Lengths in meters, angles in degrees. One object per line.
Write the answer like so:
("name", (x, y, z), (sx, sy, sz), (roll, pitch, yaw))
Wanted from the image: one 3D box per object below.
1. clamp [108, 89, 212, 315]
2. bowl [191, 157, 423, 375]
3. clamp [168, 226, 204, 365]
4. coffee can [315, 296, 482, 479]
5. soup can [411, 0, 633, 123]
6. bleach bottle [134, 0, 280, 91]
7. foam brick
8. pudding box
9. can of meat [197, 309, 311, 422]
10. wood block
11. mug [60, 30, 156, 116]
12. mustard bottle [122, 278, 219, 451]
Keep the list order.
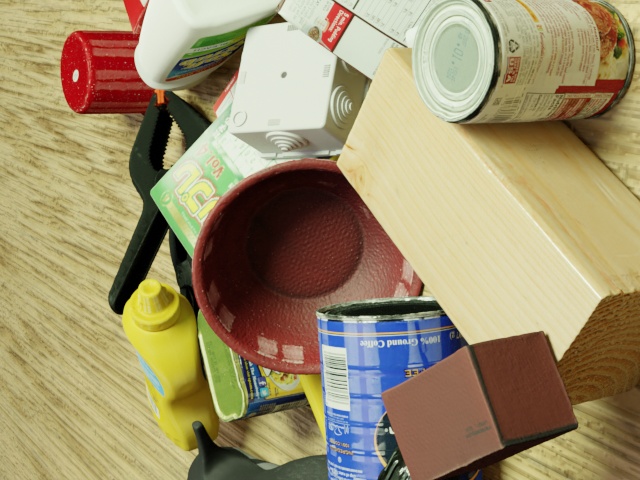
("clamp", (-0.119, -0.047, 0.955), (0.165, 0.036, 0.210), (-13, 65, 24))
("bowl", (-0.009, 0.012, 0.759), (0.055, 0.162, 0.162), (-100, 16, -69))
("clamp", (-0.108, 0.035, 0.981), (0.120, 0.039, 0.171), (-10, 89, 56))
("coffee can", (0.052, 0.112, 0.695), (0.103, 0.102, 0.140), (0, 95, 56))
("soup can", (0.109, -0.098, 0.577), (0.069, 0.102, 0.068), (14, 107, 55))
("bleach bottle", (-0.096, -0.173, 0.873), (0.068, 0.102, 0.251), (68, 163, 0))
("foam brick", (0.078, 0.085, 0.534), (0.078, 0.051, 0.053), (-39, 63, 51))
("pudding box", (0.038, -0.153, 0.681), (0.113, 0.039, 0.090), (33, 134, -3))
("can of meat", (-0.045, 0.090, 0.855), (0.058, 0.083, 0.102), (-34, 67, 54))
("wood block", (0.107, -0.013, 0.606), (0.206, 0.090, 0.091), (56, 137, 36))
("mug", (-0.212, -0.174, 1.066), (0.117, 0.081, 0.093), (55, 137, 37))
("mustard bottle", (-0.129, 0.095, 0.906), (0.191, 0.058, 0.096), (85, 159, -52))
